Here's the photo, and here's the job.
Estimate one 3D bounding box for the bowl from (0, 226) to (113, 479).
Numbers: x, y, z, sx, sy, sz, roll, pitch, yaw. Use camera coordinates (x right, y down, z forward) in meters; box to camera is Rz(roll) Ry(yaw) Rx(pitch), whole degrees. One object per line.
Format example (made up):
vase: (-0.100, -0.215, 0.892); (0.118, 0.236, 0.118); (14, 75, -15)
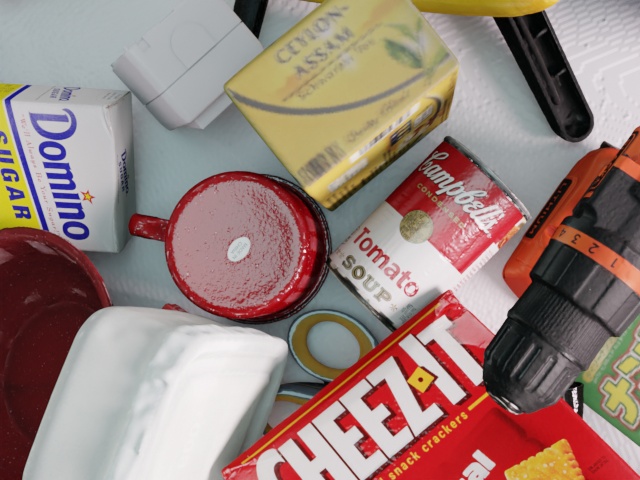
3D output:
bowl: (-0.169, 0.076, 0.624); (0.162, 0.055, 0.162); (-6, 76, 25)

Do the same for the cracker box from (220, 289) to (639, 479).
cracker box: (0.077, 0.153, 0.545); (0.164, 0.072, 0.214); (-37, 62, -12)

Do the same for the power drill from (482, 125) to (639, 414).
power drill: (0.140, 0.005, 0.547); (0.057, 0.187, 0.184); (38, 90, 4)

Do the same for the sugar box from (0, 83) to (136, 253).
sugar box: (-0.201, -0.046, 0.638); (0.176, 0.048, 0.093); (4, 113, 8)

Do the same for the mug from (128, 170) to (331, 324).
mug: (-0.054, 0.001, 0.617); (0.117, 0.081, 0.093); (14, 89, 6)

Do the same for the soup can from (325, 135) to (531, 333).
soup can: (0.061, -0.001, 0.614); (0.102, 0.068, 0.068); (-45, 85, 3)

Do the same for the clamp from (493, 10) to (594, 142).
clamp: (0.100, -0.158, 0.603); (0.036, 0.164, 0.210); (-35, 63, -21)

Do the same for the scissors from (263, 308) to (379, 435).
scissors: (0.061, 0.089, 0.637); (0.201, 0.016, 0.096); (0, 83, 0)
